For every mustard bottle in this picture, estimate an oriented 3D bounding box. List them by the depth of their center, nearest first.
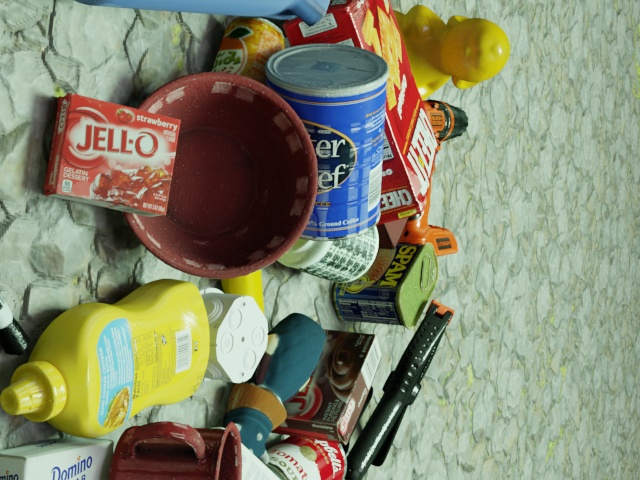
[{"bbox_3d":[-0.157,0.091,0.779,0.191,0.058,0.096,-18,114,-59],"label":"mustard bottle"}]

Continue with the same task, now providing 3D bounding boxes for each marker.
[{"bbox_3d":[-0.223,0.030,0.697,0.020,0.020,0.121,-59,140,-40],"label":"marker"}]

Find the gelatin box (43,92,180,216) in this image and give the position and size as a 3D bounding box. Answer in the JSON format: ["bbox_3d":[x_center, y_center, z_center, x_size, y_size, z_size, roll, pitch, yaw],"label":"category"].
[{"bbox_3d":[-0.151,-0.061,0.773,0.089,0.030,0.073,12,82,-33],"label":"gelatin box"}]

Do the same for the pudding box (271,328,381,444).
[{"bbox_3d":[0.000,0.138,1.032,0.113,0.090,0.039,-62,144,-40],"label":"pudding box"}]

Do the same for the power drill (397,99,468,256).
[{"bbox_3d":[0.129,-0.076,1.281,0.184,0.057,0.188,-8,97,-57],"label":"power drill"}]

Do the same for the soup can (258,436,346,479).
[{"bbox_3d":[-0.028,0.224,1.010,0.102,0.069,0.068,-17,107,-60],"label":"soup can"}]

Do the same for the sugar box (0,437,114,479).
[{"bbox_3d":[-0.191,0.230,0.746,0.093,0.048,0.176,5,84,-61],"label":"sugar box"}]

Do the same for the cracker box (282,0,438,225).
[{"bbox_3d":[0.048,-0.145,1.027,0.164,0.072,0.213,-68,140,-59],"label":"cracker box"}]

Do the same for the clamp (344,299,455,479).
[{"bbox_3d":[0.087,0.165,1.157,0.210,0.036,0.164,-62,168,-6],"label":"clamp"}]

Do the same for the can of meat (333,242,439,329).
[{"bbox_3d":[0.071,0.046,1.156,0.102,0.084,0.057,-56,138,-43],"label":"can of meat"}]

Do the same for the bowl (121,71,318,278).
[{"bbox_3d":[-0.086,-0.050,0.850,0.162,0.055,0.162,1,88,-18],"label":"bowl"}]

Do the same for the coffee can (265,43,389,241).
[{"bbox_3d":[0.004,-0.085,0.913,0.102,0.103,0.140,-45,143,-50],"label":"coffee can"}]

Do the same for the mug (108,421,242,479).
[{"bbox_3d":[-0.107,0.171,0.780,0.117,0.081,0.093,84,11,-47],"label":"mug"}]
